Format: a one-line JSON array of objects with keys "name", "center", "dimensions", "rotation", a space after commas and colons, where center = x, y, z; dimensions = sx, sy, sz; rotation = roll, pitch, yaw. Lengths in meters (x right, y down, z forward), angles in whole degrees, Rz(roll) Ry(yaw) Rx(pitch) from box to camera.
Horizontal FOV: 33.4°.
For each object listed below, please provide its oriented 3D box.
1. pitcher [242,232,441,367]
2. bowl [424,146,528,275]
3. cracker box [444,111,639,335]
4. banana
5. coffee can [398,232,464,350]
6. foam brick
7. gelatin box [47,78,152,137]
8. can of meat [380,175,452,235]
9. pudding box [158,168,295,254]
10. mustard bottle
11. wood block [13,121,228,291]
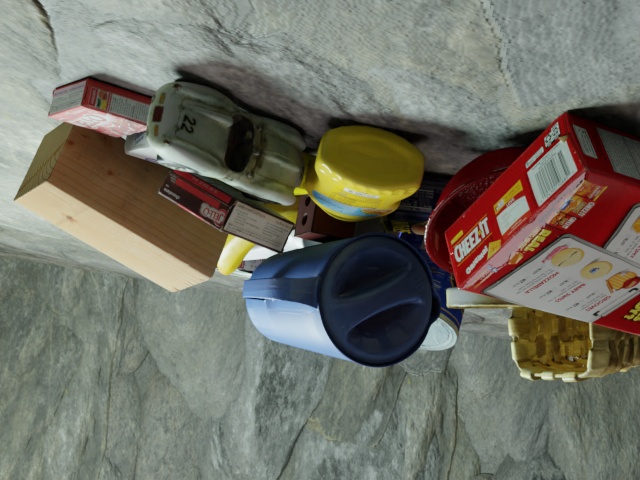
[{"name": "pitcher", "center": [0.000, 0.061, 1.150], "dimensions": [0.149, 0.144, 0.243], "rotation": [53, 158, -14]}, {"name": "bowl", "center": [0.167, -0.032, 0.941], "dimensions": [0.162, 0.055, 0.162], "rotation": [-4, 142, -4]}, {"name": "cracker box", "center": [0.238, -0.007, 0.882], "dimensions": [0.213, 0.072, 0.164], "rotation": [14, 137, -27]}, {"name": "banana", "center": [-0.068, -0.009, 1.251], "dimensions": [0.198, 0.037, 0.069], "rotation": [-27, 130, 34]}, {"name": "coffee can", "center": [0.131, 0.047, 1.286], "dimensions": [0.103, 0.140, 0.103], "rotation": [15, 151, 8]}, {"name": "foam brick", "center": [0.009, -0.038, 1.163], "dimensions": [0.051, 0.078, 0.053], "rotation": [13, 169, -20]}, {"name": "gelatin box", "center": [-0.204, -0.122, 0.999], "dimensions": [0.073, 0.030, 0.089], "rotation": [15, 170, -34]}, {"name": "can of meat", "center": [0.110, -0.036, 1.130], "dimensions": [0.084, 0.057, 0.102], "rotation": [7, 172, 8]}, {"name": "pudding box", "center": [-0.090, -0.030, 1.044], "dimensions": [0.090, 0.039, 0.113], "rotation": [31, -174, 32]}, {"name": "mustard bottle", "center": [0.035, -0.056, 1.030], "dimensions": [0.096, 0.058, 0.192], "rotation": [12, 168, -5]}, {"name": "wood block", "center": [-0.206, -0.036, 1.144], "dimensions": [0.205, 0.090, 0.091], "rotation": [33, 149, -27]}]
